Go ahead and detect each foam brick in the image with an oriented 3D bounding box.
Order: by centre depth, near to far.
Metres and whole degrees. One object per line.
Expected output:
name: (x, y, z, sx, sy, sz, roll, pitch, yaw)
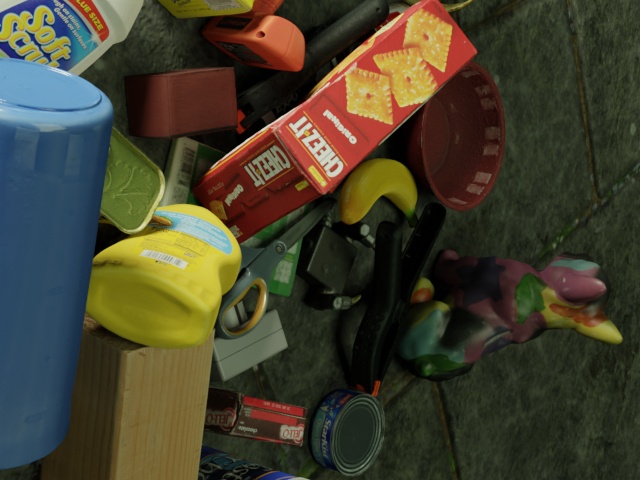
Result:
foam brick: (-0.114, -0.114, 0.878, 0.078, 0.053, 0.051, -17, 109, -47)

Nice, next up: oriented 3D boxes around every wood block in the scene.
wood block: (-0.152, 0.158, 0.823, 0.090, 0.090, 0.206, -10, 113, -48)

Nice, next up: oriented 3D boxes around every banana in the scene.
banana: (0.062, -0.050, 1.070, 0.197, 0.037, 0.069, 0, 70, -64)

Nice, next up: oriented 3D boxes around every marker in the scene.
marker: (-0.036, -0.124, 0.989, 0.121, 0.020, 0.020, -43, 126, -36)

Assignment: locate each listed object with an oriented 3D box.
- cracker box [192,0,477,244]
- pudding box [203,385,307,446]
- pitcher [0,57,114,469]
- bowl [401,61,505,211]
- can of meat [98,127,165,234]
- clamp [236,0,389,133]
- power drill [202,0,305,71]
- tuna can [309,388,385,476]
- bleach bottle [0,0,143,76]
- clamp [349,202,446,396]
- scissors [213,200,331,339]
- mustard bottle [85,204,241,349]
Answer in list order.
cracker box: (0.010, -0.100, 0.901, 0.213, 0.164, 0.072, -43, 98, -32)
pudding box: (-0.082, 0.147, 0.910, 0.089, 0.114, 0.039, 24, 75, -48)
pitcher: (-0.210, 0.016, 0.668, 0.144, 0.149, 0.243, 7, 114, -21)
bowl: (0.136, -0.113, 1.156, 0.161, 0.055, 0.162, -8, 100, -49)
can of meat: (-0.180, -0.053, 0.788, 0.102, 0.084, 0.057, 44, 64, -43)
clamp: (-0.022, -0.156, 0.959, 0.171, 0.120, 0.039, -38, 97, -14)
power drill: (-0.011, -0.235, 0.890, 0.057, 0.185, 0.187, 32, 81, -35)
tuna can: (0.028, 0.197, 1.102, 0.085, 0.034, 0.086, -10, 104, -47)
bleach bottle: (-0.210, -0.152, 0.756, 0.250, 0.068, 0.102, -48, 132, -35)
clamp: (0.076, 0.059, 1.102, 0.164, 0.036, 0.210, -30, 136, -59)
scissors: (-0.056, 0.001, 0.959, 0.096, 0.016, 0.201, 46, 48, -21)
mustard bottle: (-0.112, 0.015, 0.823, 0.191, 0.096, 0.058, -73, 179, -69)
